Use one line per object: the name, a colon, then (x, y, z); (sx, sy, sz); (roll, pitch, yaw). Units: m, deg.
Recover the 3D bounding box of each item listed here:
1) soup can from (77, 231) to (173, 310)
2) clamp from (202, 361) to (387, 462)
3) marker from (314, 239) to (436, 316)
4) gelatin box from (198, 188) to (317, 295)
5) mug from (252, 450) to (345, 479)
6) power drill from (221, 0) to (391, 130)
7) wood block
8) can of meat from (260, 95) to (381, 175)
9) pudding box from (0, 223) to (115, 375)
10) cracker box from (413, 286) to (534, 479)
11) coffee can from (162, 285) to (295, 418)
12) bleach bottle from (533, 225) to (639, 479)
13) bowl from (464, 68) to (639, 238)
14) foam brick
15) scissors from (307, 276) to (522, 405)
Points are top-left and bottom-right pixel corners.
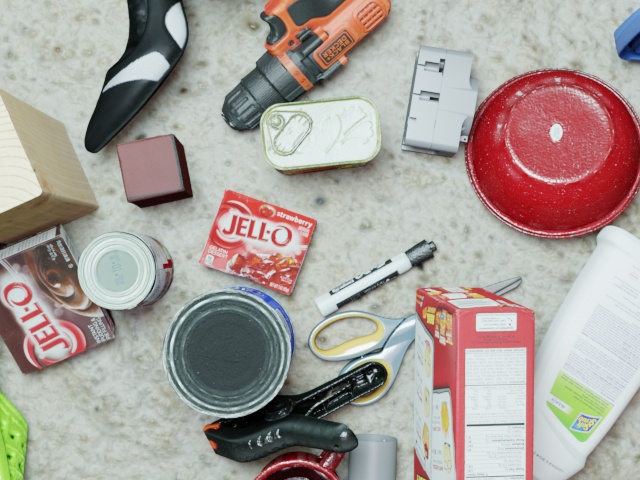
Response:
soup can: (-0.168, 0.026, 0.930); (0.068, 0.102, 0.068); (0, 89, 0)
clamp: (-0.026, 0.160, 0.918); (0.172, 0.120, 0.039); (-22, 100, 16)
marker: (0.051, 0.033, 0.971); (0.121, 0.020, 0.020); (-28, 89, -1)
gelatin box: (-0.056, 0.001, 0.966); (0.089, 0.030, 0.073); (20, 88, 0)
mug: (-0.014, 0.221, 0.935); (0.093, 0.081, 0.117); (32, 89, 1)
power drill: (-0.050, -0.200, 0.911); (0.184, 0.187, 0.057); (-41, 45, 5)
wood block: (-0.260, -0.055, 0.881); (0.090, 0.206, 0.091); (-23, 89, 0)
can of meat: (0.000, -0.090, 0.942); (0.102, 0.084, 0.057); (-6, 89, 0)
pudding box: (-0.245, 0.052, 0.943); (0.090, 0.039, 0.113); (-23, 112, -1)
cracker box: (0.126, 0.151, 0.887); (0.072, 0.164, 0.214); (-1, 93, -6)
coffee can: (-0.074, 0.091, 0.909); (0.103, 0.140, 0.103); (0, 89, 0)
bleach bottle: (0.228, 0.117, 0.948); (0.102, 0.068, 0.251); (34, 91, 2)
bowl: (0.208, -0.085, 0.938); (0.162, 0.055, 0.162); (-2, 77, 8)
foam brick: (-0.145, -0.061, 0.945); (0.053, 0.078, 0.051); (-12, 88, -2)
scissors: (0.090, 0.094, 0.971); (0.201, 0.016, 0.096); (-8, 90, 0)
